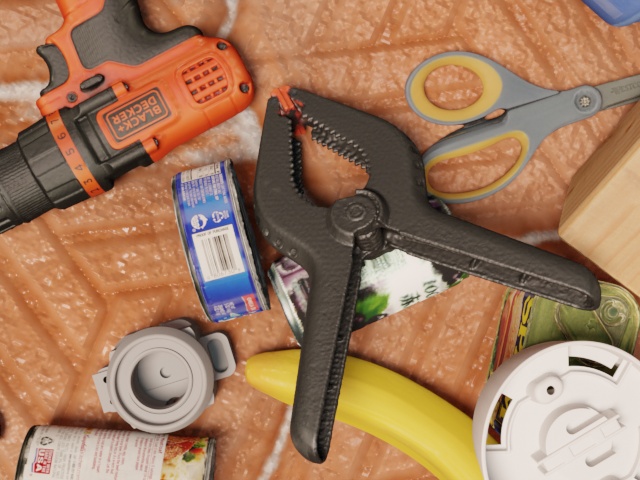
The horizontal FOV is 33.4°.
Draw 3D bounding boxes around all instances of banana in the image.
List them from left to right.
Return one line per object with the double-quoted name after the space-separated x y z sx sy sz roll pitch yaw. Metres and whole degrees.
0.050 0.112 0.593 0.198 0.037 0.069 37 45 16 "banana"

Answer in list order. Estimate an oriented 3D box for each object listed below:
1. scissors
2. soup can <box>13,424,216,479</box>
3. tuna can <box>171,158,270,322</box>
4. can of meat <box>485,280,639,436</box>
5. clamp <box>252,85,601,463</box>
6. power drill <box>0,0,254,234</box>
0.136 -0.093 0.620 0.201 0.016 0.096 -31 92 -2 "scissors"
-0.111 0.139 0.588 0.102 0.068 0.068 5 91 -2 "soup can"
-0.054 0.001 0.579 0.033 0.086 0.086 -15 91 -1 "tuna can"
0.128 0.069 0.588 0.057 0.084 0.102 13 91 -2 "can of meat"
0.033 -0.007 0.554 0.164 0.036 0.210 -23 58 0 "clamp"
-0.154 -0.114 0.589 0.184 0.057 0.187 -28 95 -5 "power drill"
